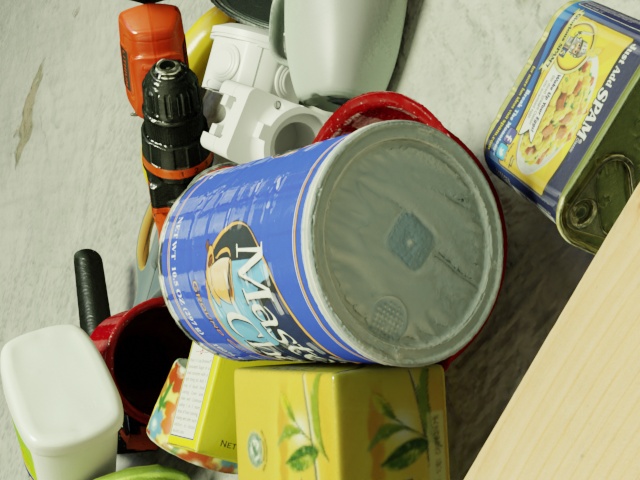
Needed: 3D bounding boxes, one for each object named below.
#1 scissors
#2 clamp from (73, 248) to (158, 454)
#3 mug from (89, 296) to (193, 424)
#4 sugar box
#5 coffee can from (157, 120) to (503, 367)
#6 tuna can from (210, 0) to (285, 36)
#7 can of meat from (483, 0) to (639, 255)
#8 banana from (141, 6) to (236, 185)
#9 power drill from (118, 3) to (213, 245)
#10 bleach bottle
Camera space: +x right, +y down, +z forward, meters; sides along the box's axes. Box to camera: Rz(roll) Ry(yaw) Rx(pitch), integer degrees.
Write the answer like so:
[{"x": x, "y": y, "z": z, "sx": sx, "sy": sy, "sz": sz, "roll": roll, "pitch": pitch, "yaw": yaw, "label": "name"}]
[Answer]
[{"x": -0.141, "y": 0.060, "z": 0.904, "sx": 0.096, "sy": 0.016, "sz": 0.202, "roll": 3, "pitch": 82, "yaw": 51, "label": "scissors"}, {"x": -0.187, "y": 0.107, "z": 0.906, "sx": 0.210, "sy": 0.036, "sz": 0.164, "roll": 28, "pitch": 106, "yaw": 53, "label": "clamp"}, {"x": -0.122, "y": 0.081, "z": 0.798, "sx": 0.082, "sy": 0.093, "sz": 0.117, "roll": -13, "pitch": 44, "yaw": 60, "label": "mug"}, {"x": -0.024, "y": 0.048, "z": 0.645, "sx": 0.048, "sy": 0.093, "sz": 0.176, "roll": -1, "pitch": 73, "yaw": 57, "label": "sugar box"}, {"x": 0.000, "y": 0.006, "z": 0.497, "sx": 0.141, "sy": 0.102, "sz": 0.103, "roll": -8, "pitch": 66, "yaw": 56, "label": "coffee can"}, {"x": -0.040, "y": -0.188, "z": 0.814, "sx": 0.086, "sy": 0.086, "sz": 0.034, "roll": 7, "pitch": 78, "yaw": 59, "label": "tuna can"}, {"x": 0.129, "y": -0.055, "z": 0.494, "sx": 0.102, "sy": 0.057, "sz": 0.084, "roll": -61, "pitch": 29, "yaw": 14, "label": "can of meat"}, {"x": -0.124, "y": -0.124, "z": 0.966, "sx": 0.070, "sy": 0.037, "sz": 0.198, "roll": 14, "pitch": 88, "yaw": 30, "label": "banana"}, {"x": -0.121, "y": -0.103, "z": 0.834, "sx": 0.184, "sy": 0.057, "sz": 0.188, "roll": 94, "pitch": 166, "yaw": -46, "label": "power drill"}, {"x": -0.184, "y": 0.177, "z": 0.784, "sx": 0.103, "sy": 0.068, "sz": 0.251, "roll": 57, "pitch": 152, "yaw": 37, "label": "bleach bottle"}]
